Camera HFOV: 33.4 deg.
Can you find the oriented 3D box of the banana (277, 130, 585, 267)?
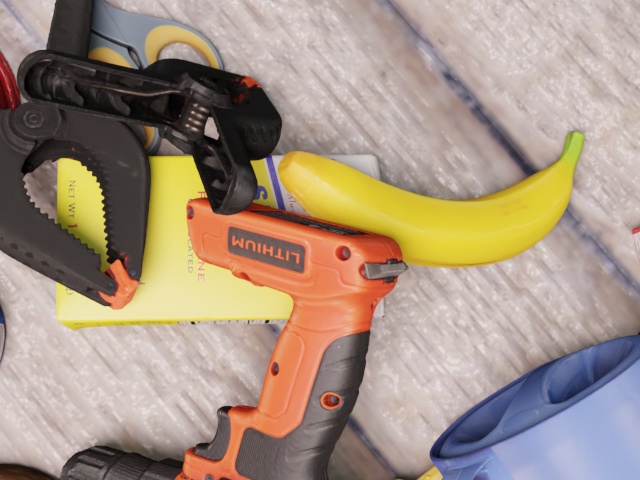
[{"bbox_3d":[0.067,-0.018,0.576,0.197,0.037,0.069,-7,83,-30],"label":"banana"}]

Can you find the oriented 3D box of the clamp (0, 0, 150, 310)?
[{"bbox_3d":[-0.159,-0.055,0.547,0.164,0.036,0.210,-21,78,-21],"label":"clamp"}]

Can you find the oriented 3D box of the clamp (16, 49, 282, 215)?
[{"bbox_3d":[-0.057,-0.057,0.531,0.120,0.171,0.039,39,113,13],"label":"clamp"}]

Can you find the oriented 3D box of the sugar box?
[{"bbox_3d":[-0.054,0.000,0.589,0.176,0.048,0.093,-2,82,-2],"label":"sugar box"}]

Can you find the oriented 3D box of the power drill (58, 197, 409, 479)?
[{"bbox_3d":[-0.041,0.076,0.524,0.185,0.057,0.188,13,98,23],"label":"power drill"}]

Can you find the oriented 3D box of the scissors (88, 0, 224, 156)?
[{"bbox_3d":[-0.121,-0.143,0.621,0.096,0.016,0.202,-18,83,-6],"label":"scissors"}]
